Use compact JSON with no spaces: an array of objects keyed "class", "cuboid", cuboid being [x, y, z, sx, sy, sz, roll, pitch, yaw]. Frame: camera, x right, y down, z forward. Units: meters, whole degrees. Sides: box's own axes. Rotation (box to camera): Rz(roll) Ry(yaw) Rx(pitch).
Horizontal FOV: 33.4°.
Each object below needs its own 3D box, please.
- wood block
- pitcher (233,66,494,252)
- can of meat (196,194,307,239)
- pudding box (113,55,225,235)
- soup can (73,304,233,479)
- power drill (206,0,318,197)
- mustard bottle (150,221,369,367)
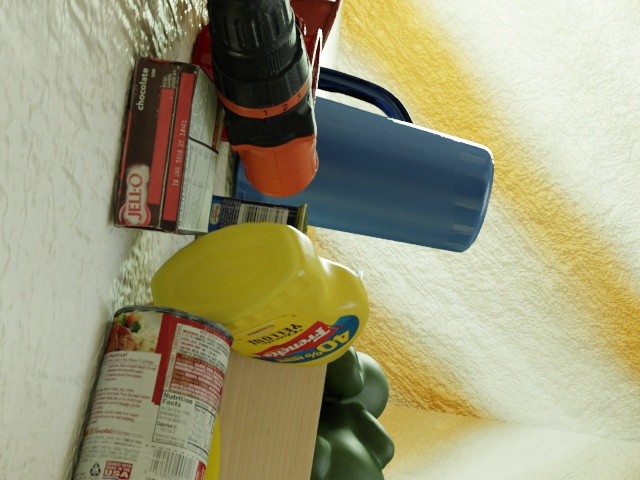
[{"class":"wood block","cuboid":[-0.060,0.118,0.776,0.090,0.090,0.206,-6,-108,54]},{"class":"pitcher","cuboid":[0.041,-0.075,1.044,0.145,0.243,0.149,-85,-171,-72]},{"class":"can of meat","cuboid":[-0.056,0.001,0.895,0.102,0.084,0.057,92,7,-74]},{"class":"pudding box","cuboid":[-0.082,-0.048,0.598,0.113,0.039,0.090,15,83,-86]},{"class":"soup can","cuboid":[-0.089,0.094,0.572,0.068,0.068,0.102,94,6,-66]},{"class":"power drill","cuboid":[-0.038,-0.142,0.612,0.184,0.057,0.187,84,1,-62]},{"class":"mustard bottle","cuboid":[-0.022,0.044,0.683,0.191,0.096,0.058,35,35,-64]}]
